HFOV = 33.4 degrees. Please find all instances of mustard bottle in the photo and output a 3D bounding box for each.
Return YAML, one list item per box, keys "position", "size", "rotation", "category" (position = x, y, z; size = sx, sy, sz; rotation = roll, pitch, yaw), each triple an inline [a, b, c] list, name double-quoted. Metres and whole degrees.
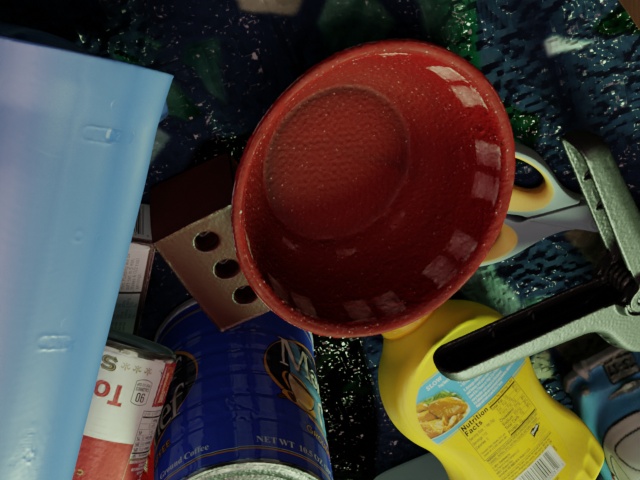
- position: [0.092, 0.096, 0.668]
  size: [0.096, 0.058, 0.191]
  rotation: [-40, 105, -12]
  category: "mustard bottle"

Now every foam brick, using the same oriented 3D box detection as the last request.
- position: [-0.054, 0.001, 0.599]
  size: [0.053, 0.051, 0.078]
  rotation: [-25, 127, 11]
  category: "foam brick"

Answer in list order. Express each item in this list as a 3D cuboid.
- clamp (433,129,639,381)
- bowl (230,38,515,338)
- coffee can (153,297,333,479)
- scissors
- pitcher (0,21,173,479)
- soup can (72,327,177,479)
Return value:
- position: [0.181, 0.015, 0.623]
  size: [0.209, 0.036, 0.165]
  rotation: [2, 125, -28]
  category: "clamp"
- position: [0.021, -0.032, 0.564]
  size: [0.161, 0.055, 0.162]
  rotation: [-10, 117, -21]
  category: "bowl"
- position: [-0.048, 0.111, 0.630]
  size: [0.102, 0.140, 0.103]
  rotation: [-4, 128, -5]
  category: "coffee can"
- position: [0.150, -0.004, 0.648]
  size: [0.201, 0.016, 0.096]
  rotation: [21, 124, -23]
  category: "scissors"
- position: [-0.162, 0.022, 0.482]
  size: [0.149, 0.145, 0.243]
  rotation: [11, 95, -7]
  category: "pitcher"
- position: [-0.124, 0.101, 0.580]
  size: [0.068, 0.069, 0.102]
  rotation: [18, 88, -21]
  category: "soup can"
